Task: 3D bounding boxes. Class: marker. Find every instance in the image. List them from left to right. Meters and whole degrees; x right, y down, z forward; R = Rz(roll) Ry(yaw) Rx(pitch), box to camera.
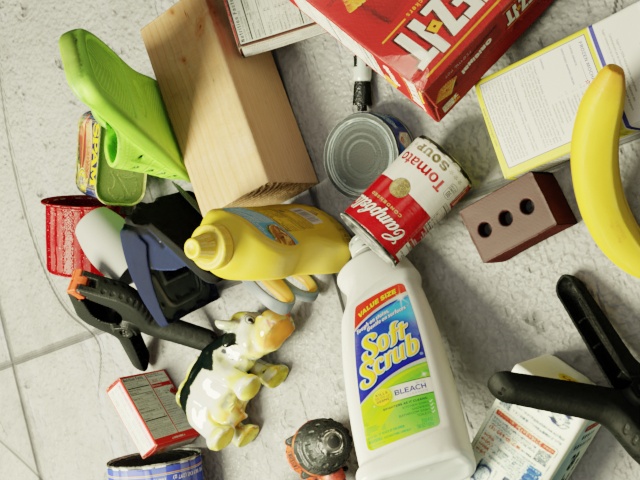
[{"bbox_3d":[0.040,-0.184,1.017,0.020,0.020,0.121,3,94,34],"label":"marker"}]

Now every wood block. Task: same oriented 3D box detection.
[{"bbox_3d":[-0.092,-0.134,1.068,0.090,0.090,0.206,-26,78,32],"label":"wood block"}]

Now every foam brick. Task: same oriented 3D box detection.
[{"bbox_3d":[0.170,-0.020,0.920,0.078,0.051,0.053,-32,75,31],"label":"foam brick"}]

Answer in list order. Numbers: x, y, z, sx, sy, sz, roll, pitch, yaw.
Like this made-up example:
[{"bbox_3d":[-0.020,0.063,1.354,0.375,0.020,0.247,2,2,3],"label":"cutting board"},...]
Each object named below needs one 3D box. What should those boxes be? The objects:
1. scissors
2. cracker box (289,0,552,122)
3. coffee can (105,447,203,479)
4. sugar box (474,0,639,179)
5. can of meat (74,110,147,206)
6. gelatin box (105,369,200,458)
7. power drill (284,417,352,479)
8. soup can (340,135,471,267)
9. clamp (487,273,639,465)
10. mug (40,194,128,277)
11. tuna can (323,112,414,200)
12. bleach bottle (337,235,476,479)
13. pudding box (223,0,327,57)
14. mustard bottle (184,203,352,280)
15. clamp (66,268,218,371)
[{"bbox_3d":[-0.071,0.005,1.077,0.202,0.096,0.016,52,121,38],"label":"scissors"},{"bbox_3d":[0.076,-0.234,0.928,0.164,0.072,0.214,-47,64,2],"label":"cracker box"},{"bbox_3d":[-0.170,0.300,1.139,0.103,0.102,0.140,-8,88,34],"label":"coffee can"},{"bbox_3d":[0.222,-0.124,0.883,0.176,0.048,0.093,-22,80,30],"label":"sugar box"},{"bbox_3d":[-0.230,-0.093,1.169,0.084,0.057,0.102,16,102,58],"label":"can of meat"},{"bbox_3d":[-0.181,0.186,1.157,0.030,0.073,0.089,-44,69,27],"label":"gelatin box"},{"bbox_3d":[0.028,0.252,0.979,0.057,0.184,0.188,-22,80,-11],"label":"power drill"},{"bbox_3d":[0.077,-0.035,0.950,0.102,0.068,0.068,-45,66,-3],"label":"soup can"},{"bbox_3d":[0.237,0.129,0.838,0.210,0.164,0.036,41,135,15],"label":"clamp"},{"bbox_3d":[-0.254,-0.004,1.192,0.117,0.093,0.081,4,100,12],"label":"mug"},{"bbox_3d":[0.046,-0.079,1.011,0.086,0.033,0.086,2,94,34],"label":"tuna can"},{"bbox_3d":[0.058,0.100,0.949,0.102,0.068,0.251,-20,52,8],"label":"bleach bottle"},{"bbox_3d":[-0.036,-0.236,1.025,0.113,0.039,0.090,-17,83,3],"label":"pudding box"},{"bbox_3d":[-0.057,0.002,0.990,0.096,0.191,0.058,32,110,28],"label":"mustard bottle"},{"bbox_3d":[-0.190,0.084,1.123,0.120,0.171,0.039,-17,50,23],"label":"clamp"}]
